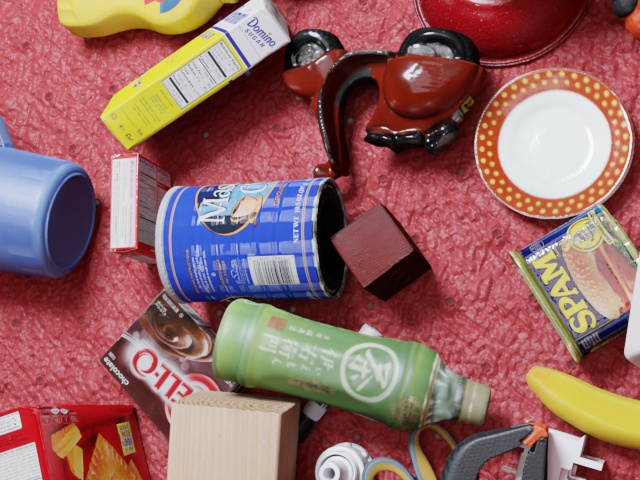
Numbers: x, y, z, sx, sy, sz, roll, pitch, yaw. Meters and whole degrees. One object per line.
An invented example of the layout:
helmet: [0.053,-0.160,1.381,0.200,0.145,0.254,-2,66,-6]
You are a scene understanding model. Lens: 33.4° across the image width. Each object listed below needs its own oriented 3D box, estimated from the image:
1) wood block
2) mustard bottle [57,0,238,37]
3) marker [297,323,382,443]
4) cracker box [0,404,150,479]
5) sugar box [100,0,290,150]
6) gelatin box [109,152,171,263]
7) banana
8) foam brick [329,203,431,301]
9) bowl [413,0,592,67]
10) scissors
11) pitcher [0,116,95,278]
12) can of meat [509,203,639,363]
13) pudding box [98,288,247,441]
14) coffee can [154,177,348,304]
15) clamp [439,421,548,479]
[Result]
wood block: [-0.072,0.231,0.861,0.091,0.090,0.206,3,89,9]
mustard bottle: [-0.150,-0.242,1.006,0.192,0.058,0.096,2,76,17]
marker: [0.010,0.124,0.911,0.020,0.020,0.121,37,93,19]
cracker box: [-0.193,0.243,0.876,0.072,0.164,0.214,-20,75,15]
sugar box: [-0.111,-0.154,0.958,0.176,0.093,0.048,-35,109,9]
gelatin box: [-0.162,-0.028,0.962,0.030,0.073,0.089,-5,79,16]
banana: [0.260,0.130,0.822,0.198,0.037,0.069,-3,81,13]
foam brick: [0.052,0.011,0.888,0.053,0.078,0.051,-36,71,8]
bowl: [0.152,-0.234,0.913,0.162,0.055,0.162,-3,79,17]
scissors: [0.095,0.246,0.850,0.096,0.016,0.202,-11,76,-12]
pitcher: [-0.337,-0.048,0.992,0.243,0.149,0.145,10,47,15]
can of meat: [0.213,0.033,0.846,0.084,0.057,0.102,-31,74,7]
pudding box: [-0.126,0.114,0.944,0.090,0.039,0.113,-47,71,4]
coffee can: [-0.056,0.001,0.909,0.140,0.102,0.103,-3,80,16]
clamp: [0.107,0.202,0.817,0.120,0.039,0.171,30,94,6]
